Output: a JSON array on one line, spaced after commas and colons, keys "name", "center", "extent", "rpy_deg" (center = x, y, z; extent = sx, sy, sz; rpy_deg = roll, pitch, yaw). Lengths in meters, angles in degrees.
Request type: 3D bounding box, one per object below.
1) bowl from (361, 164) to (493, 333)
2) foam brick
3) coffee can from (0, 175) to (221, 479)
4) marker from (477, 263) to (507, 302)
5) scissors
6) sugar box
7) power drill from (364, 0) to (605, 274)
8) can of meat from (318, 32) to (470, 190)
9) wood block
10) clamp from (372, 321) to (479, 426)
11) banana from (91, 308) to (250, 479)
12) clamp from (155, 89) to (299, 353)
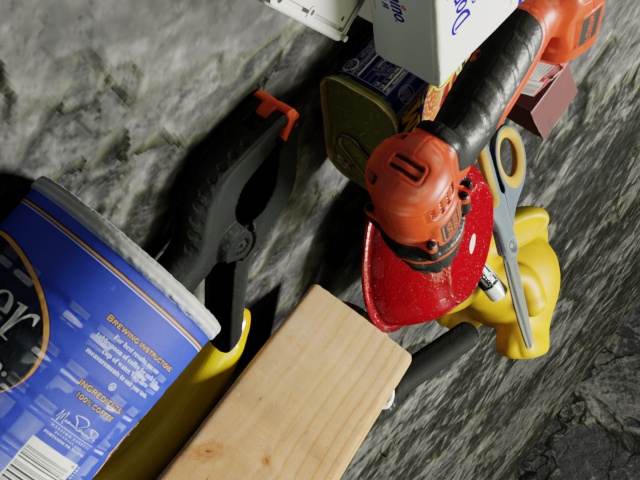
[{"name": "bowl", "center": [0.089, -0.003, 0.803], "extent": [0.161, 0.055, 0.162], "rpy_deg": [-37, 133, -54]}, {"name": "foam brick", "center": [0.172, -0.126, 0.875], "extent": [0.053, 0.051, 0.078], "rpy_deg": [-54, 158, 1]}, {"name": "coffee can", "center": [-0.126, 0.058, 0.453], "extent": [0.140, 0.103, 0.103], "rpy_deg": [-50, 158, -11]}, {"name": "marker", "center": [0.119, 0.007, 0.910], "extent": [0.020, 0.020, 0.121], "rpy_deg": [-49, 116, -14]}, {"name": "scissors", "center": [0.168, -0.013, 0.925], "extent": [0.096, 0.016, 0.201], "rpy_deg": [-46, 120, -35]}, {"name": "sugar box", "center": [0.090, -0.161, 0.485], "extent": [0.176, 0.048, 0.093], "rpy_deg": [-43, 151, -20]}, {"name": "power drill", "center": [0.097, -0.070, 0.637], "extent": [0.187, 0.057, 0.184], "rpy_deg": [-57, 166, -6]}, {"name": "can of meat", "center": [0.048, -0.089, 0.666], "extent": [0.083, 0.057, 0.102], "rpy_deg": [-49, 158, -21]}, {"name": "wood block", "center": [-0.031, 0.135, 0.704], "extent": [0.205, 0.090, 0.091], "rpy_deg": [-50, 176, -48]}, {"name": "clamp", "center": [0.047, 0.133, 0.906], "extent": [0.165, 0.036, 0.209], "rpy_deg": [-35, 176, 24]}, {"name": "banana", "center": [-0.110, 0.122, 0.669], "extent": [0.197, 0.037, 0.070], "rpy_deg": [-43, 158, -27]}, {"name": "clamp", "center": [-0.054, 0.001, 0.606], "extent": [0.171, 0.039, 0.120], "rpy_deg": [-58, 160, 8]}]
